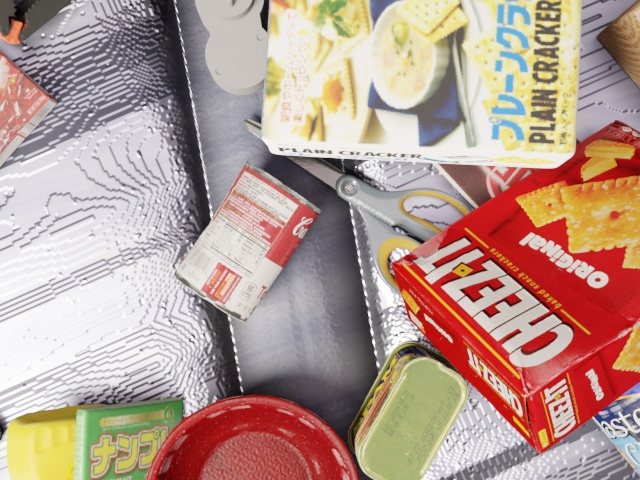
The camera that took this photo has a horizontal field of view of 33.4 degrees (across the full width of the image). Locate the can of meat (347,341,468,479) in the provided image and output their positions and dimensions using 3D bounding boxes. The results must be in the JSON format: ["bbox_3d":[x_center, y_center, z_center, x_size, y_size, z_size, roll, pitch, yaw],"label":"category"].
[{"bbox_3d":[0.065,0.130,0.794,0.057,0.084,0.102,29,89,-1],"label":"can of meat"}]

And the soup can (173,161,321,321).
[{"bbox_3d":[-0.055,0.001,0.801,0.068,0.068,0.102,34,90,-1],"label":"soup can"}]

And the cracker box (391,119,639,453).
[{"bbox_3d":[0.182,0.020,0.741,0.213,0.164,0.072,-32,132,-11],"label":"cracker box"}]

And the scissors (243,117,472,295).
[{"bbox_3d":[0.023,-0.020,0.828,0.201,0.016,0.096,17,89,-1],"label":"scissors"}]

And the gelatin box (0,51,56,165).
[{"bbox_3d":[-0.260,-0.099,0.816,0.073,0.030,0.089,41,89,0],"label":"gelatin box"}]

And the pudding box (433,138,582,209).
[{"bbox_3d":[0.129,-0.079,0.819,0.090,0.039,0.113,-44,90,0],"label":"pudding box"}]

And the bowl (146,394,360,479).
[{"bbox_3d":[-0.050,0.193,0.806,0.162,0.055,0.162,0,90,-1],"label":"bowl"}]

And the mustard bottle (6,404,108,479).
[{"bbox_3d":[-0.183,0.222,0.788,0.058,0.096,0.191,1,91,39],"label":"mustard bottle"}]
